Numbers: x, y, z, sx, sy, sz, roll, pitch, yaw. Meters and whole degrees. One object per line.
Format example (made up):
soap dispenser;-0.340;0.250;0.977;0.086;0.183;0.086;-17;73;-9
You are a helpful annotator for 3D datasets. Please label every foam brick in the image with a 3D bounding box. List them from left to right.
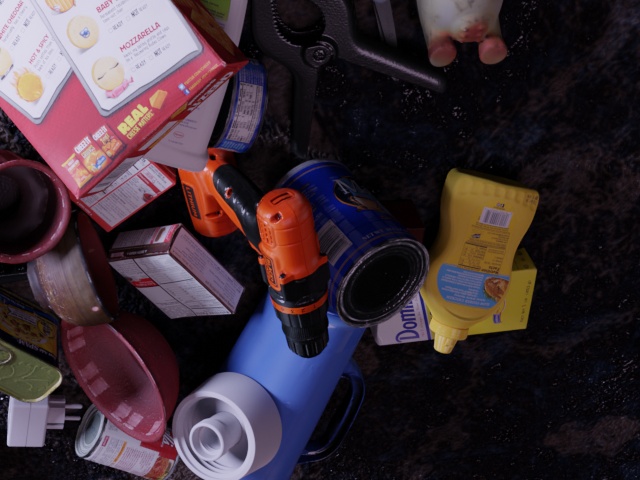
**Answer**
foam brick;0.072;0.003;1.111;0.053;0.051;0.078;-3;129;-12

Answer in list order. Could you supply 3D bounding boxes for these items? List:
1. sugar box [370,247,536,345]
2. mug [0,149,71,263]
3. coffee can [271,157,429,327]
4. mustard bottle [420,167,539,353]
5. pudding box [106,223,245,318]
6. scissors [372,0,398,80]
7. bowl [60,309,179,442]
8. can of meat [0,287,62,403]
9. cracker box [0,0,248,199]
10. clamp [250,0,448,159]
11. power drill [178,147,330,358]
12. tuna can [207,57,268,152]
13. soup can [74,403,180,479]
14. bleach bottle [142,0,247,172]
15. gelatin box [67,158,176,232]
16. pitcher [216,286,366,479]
sugar box;0.144;0.063;1.182;0.176;0.048;0.093;-8;129;-10
mug;-0.287;-0.043;0.946;0.093;0.082;0.117;-44;126;-14
coffee can;0.023;0.000;1.021;0.102;0.140;0.103;-21;136;-22
mustard bottle;0.153;0.027;1.105;0.096;0.058;0.192;11;103;-19
pudding box;-0.144;0.033;1.064;0.090;0.039;0.113;-7;141;35
scissors;0.033;-0.226;0.937;0.096;0.016;0.202;-3;129;-10
bowl;-0.197;0.128;1.107;0.055;0.162;0.162;-36;142;-37
can of meat;-0.311;0.102;1.073;0.057;0.084;0.102;-41;127;19
cracker box;-0.187;-0.166;0.828;0.164;0.072;0.213;-39;90;17
clamp;-0.006;-0.167;0.959;0.165;0.036;0.209;-31;126;23
power drill;-0.056;0.001;0.986;0.057;0.188;0.184;-27;133;-23
tuna can;-0.076;-0.122;0.949;0.033;0.086;0.086;9;126;-23
soup can;-0.218;0.228;1.211;0.102;0.068;0.069;26;118;-30
bleach bottle;-0.102;-0.188;0.883;0.102;0.068;0.251;16;110;-22
gelatin box;-0.192;-0.060;1.006;0.089;0.030;0.073;-34;127;13
pitcher;-0.033;0.146;1.155;0.149;0.145;0.243;-21;144;-55
